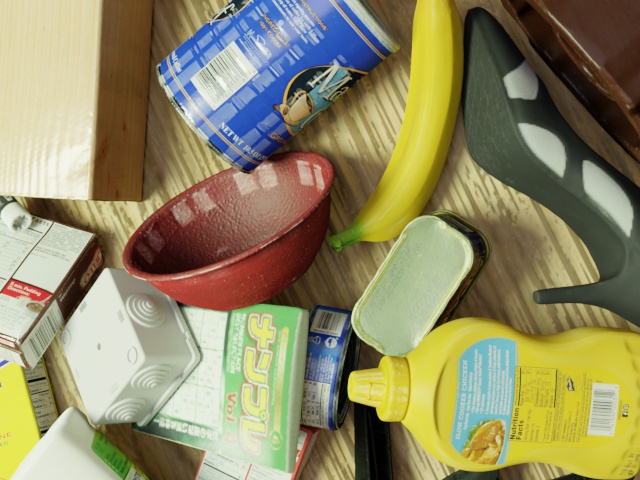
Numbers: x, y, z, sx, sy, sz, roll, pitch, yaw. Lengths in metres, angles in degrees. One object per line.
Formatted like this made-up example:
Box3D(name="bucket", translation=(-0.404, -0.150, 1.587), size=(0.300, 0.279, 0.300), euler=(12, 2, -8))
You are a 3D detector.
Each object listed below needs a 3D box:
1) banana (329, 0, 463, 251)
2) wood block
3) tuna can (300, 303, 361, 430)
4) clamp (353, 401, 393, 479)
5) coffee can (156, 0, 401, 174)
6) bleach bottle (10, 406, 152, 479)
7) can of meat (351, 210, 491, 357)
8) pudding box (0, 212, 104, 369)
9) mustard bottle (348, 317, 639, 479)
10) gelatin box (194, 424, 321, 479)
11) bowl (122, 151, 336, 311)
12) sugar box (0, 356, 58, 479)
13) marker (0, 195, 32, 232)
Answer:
Box3D(name="banana", translation=(0.066, -0.080, 0.741), size=(0.037, 0.069, 0.198), euler=(23, 98, 35))
Box3D(name="wood block", translation=(-0.185, -0.134, 0.798), size=(0.091, 0.090, 0.206), euler=(4, 92, 15))
Box3D(name="tuna can", translation=(0.005, 0.089, 0.751), size=(0.034, 0.086, 0.086), euler=(9, 93, 10))
Box3D(name="clamp", translation=(0.041, 0.211, 0.750), size=(0.165, 0.036, 0.210), euler=(49, 122, 43))
Box3D(name="coffee can", translation=(-0.029, -0.130, 0.748), size=(0.140, 0.102, 0.103), euler=(-39, 81, 12))
Box3D(name="bleach bottle", translation=(-0.108, 0.228, 0.775), size=(0.251, 0.102, 0.068), euler=(41, 87, -7))
Box3D(name="can of meat", translation=(0.069, 0.030, 0.733), size=(0.057, 0.083, 0.102), euler=(33, 99, 12))
Box3D(name="pudding box", translation=(-0.231, 0.032, 0.810), size=(0.090, 0.039, 0.113), euler=(17, 53, 15))
Box3D(name="mustard bottle", translation=(0.112, 0.098, 0.679), size=(0.191, 0.058, 0.096), euler=(5, 95, -10))
Box3D(name="gelatin box", translation=(-0.048, 0.164, 0.796), size=(0.073, 0.030, 0.089), euler=(22, 96, 15))
Box3D(name="bowl", translation=(-0.055, 0.001, 0.750), size=(0.162, 0.162, 0.055), euler=(-18, 116, 15))
Box3D(name="sugar box", translation=(-0.257, 0.144, 0.844), size=(0.093, 0.048, 0.176), euler=(-18, 87, 15))
Box3D(name="marker", translation=(-0.264, -0.048, 0.838), size=(0.121, 0.020, 0.020), euler=(42, 101, 32))
